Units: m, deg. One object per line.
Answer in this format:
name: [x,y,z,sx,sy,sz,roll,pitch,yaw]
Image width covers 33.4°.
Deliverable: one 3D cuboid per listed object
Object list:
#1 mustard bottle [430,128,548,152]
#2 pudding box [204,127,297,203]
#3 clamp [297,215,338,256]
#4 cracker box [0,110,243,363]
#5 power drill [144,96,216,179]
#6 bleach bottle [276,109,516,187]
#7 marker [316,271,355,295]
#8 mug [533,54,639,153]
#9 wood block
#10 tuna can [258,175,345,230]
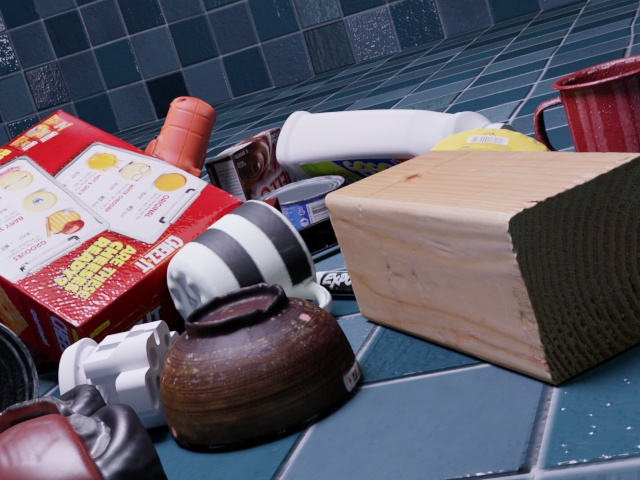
mustard bottle: [0.118,-0.038,0.817,0.096,0.058,0.191,6,20,16]
pudding box: [-0.064,-0.056,1.079,0.039,0.090,0.113,-12,14,30]
clamp: [0.045,-0.023,0.908,0.120,0.039,0.171,-6,13,23]
cracker box: [-0.186,-0.002,0.813,0.214,0.072,0.164,27,50,31]
power drill: [-0.157,-0.042,1.057,0.057,0.184,0.188,21,-5,-13]
bleach bottle: [0.075,-0.090,1.024,0.251,0.102,0.068,-2,63,48]
marker: [0.018,0.031,0.756,0.020,0.020,0.121,-28,16,-38]
mug: [0.232,-0.097,0.866,0.117,0.081,0.093,-11,14,26]
wood block: [0.094,0.004,0.604,0.090,0.090,0.206,-23,14,-20]
tuna can: [-0.015,-0.033,1.029,0.086,0.034,0.086,-14,15,4]
